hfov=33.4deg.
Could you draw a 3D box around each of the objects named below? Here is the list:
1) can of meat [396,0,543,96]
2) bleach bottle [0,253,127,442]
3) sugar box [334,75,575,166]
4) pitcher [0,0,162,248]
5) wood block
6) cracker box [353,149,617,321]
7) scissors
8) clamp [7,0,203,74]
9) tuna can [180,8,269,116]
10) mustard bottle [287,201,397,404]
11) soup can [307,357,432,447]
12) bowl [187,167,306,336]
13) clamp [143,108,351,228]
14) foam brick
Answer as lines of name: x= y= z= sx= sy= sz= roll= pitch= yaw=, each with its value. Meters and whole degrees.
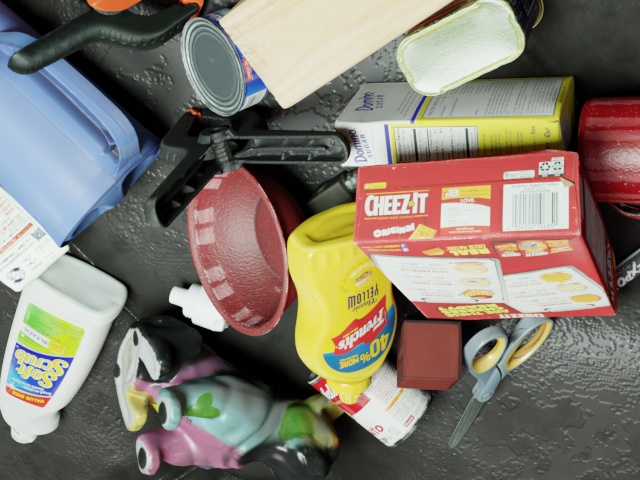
can of meat: x=0.113 y=-0.159 z=0.816 sx=0.102 sy=0.083 sz=0.057 roll=-23 pitch=109 yaw=29
bleach bottle: x=-0.286 y=0.132 z=1.139 sx=0.102 sy=0.068 sz=0.251 roll=28 pitch=126 yaw=3
sugar box: x=0.109 y=-0.094 z=0.850 sx=0.176 sy=0.093 sz=0.048 roll=-1 pitch=118 yaw=21
pitcher: x=-0.263 y=-0.124 z=0.944 sx=0.243 sy=0.145 sz=0.149 roll=44 pitch=105 yaw=-5
wood block: x=0.036 y=-0.200 z=0.816 sx=0.206 sy=0.090 sz=0.090 roll=-29 pitch=107 yaw=30
cracker box: x=0.137 y=0.003 z=0.840 sx=0.164 sy=0.072 sz=0.213 roll=-3 pitch=160 yaw=21
scissors: x=0.141 y=0.135 z=0.984 sx=0.202 sy=0.096 sz=0.016 roll=-57 pitch=47 yaw=33
clamp: x=-0.186 y=-0.202 z=0.883 sx=0.039 sy=0.171 sz=0.120 roll=-35 pitch=70 yaw=62
tuna can: x=-0.079 y=-0.150 z=0.897 sx=0.086 sy=0.033 sz=0.086 roll=35 pitch=139 yaw=36
mustard bottle: x=0.022 y=0.065 z=0.923 sx=0.058 sy=0.096 sz=0.192 roll=35 pitch=139 yaw=42
soup can: x=0.048 y=0.140 z=1.020 sx=0.102 sy=0.068 sz=0.069 roll=40 pitch=124 yaw=-5
bowl: x=-0.056 y=0.001 z=0.960 sx=0.162 sy=0.055 sz=0.162 roll=25 pitch=123 yaw=47
clamp: x=-0.089 y=-0.070 z=0.877 sx=0.164 sy=0.210 sz=0.036 roll=-23 pitch=115 yaw=-18
foam brick: x=0.097 y=0.103 z=0.961 sx=0.051 sy=0.053 sz=0.078 roll=1 pitch=164 yaw=0
